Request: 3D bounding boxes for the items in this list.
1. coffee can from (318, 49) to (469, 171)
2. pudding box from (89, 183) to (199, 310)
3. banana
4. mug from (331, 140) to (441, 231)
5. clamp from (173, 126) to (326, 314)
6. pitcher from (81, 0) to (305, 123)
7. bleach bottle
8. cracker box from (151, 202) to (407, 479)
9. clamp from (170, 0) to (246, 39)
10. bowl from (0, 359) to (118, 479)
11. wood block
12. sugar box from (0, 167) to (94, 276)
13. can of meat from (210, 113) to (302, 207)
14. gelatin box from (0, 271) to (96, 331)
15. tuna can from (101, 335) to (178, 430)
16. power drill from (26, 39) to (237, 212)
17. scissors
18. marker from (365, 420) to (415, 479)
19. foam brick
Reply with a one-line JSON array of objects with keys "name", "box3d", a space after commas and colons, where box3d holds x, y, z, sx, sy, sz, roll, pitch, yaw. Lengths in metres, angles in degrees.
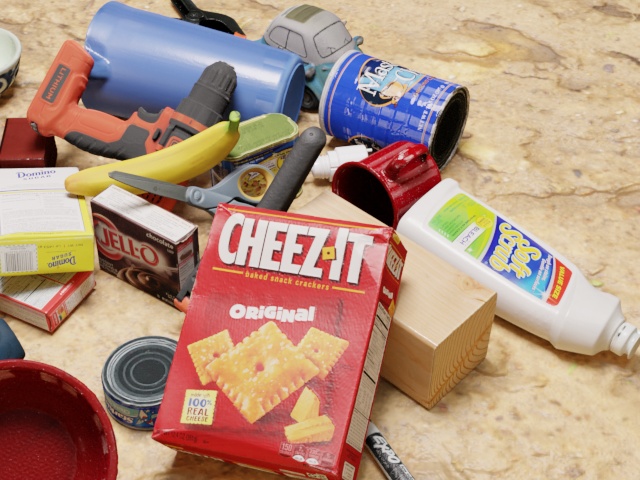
[{"name": "coffee can", "box3d": [0.083, -0.146, 1.202, 0.140, 0.103, 0.102, 22, 47, 22]}, {"name": "pudding box", "box3d": [-0.170, 0.006, 1.045, 0.114, 0.090, 0.039, 23, 47, 23]}, {"name": "banana", "box3d": [-0.159, -0.081, 1.075, 0.198, 0.069, 0.037, -22, 57, 12]}, {"name": "mug", "box3d": [0.076, -0.060, 1.104, 0.081, 0.117, 0.093, -30, 70, -35]}, {"name": "clamp", "box3d": [-0.057, 0.001, 1.047, 0.036, 0.164, 0.210, 37, 76, 23]}, {"name": "pitcher", "box3d": [-0.143, -0.191, 1.243, 0.243, 0.145, 0.149, 15, 64, 10]}, {"name": "bleach bottle", "box3d": [0.198, 0.034, 1.037, 0.251, 0.068, 0.102, 31, 51, 26]}, {"name": "cracker box", "box3d": [-0.032, 0.085, 0.898, 0.164, 0.072, 0.213, 9, 73, 18]}, {"name": "clamp", "box3d": [-0.166, -0.288, 1.405, 0.171, 0.039, 0.120, 21, 50, 12]}, {"name": "bowl", "box3d": [-0.242, 0.178, 0.852, 0.162, 0.055, 0.162, 2, 79, -8]}, {"name": "wood block", "box3d": [0.052, 0.051, 0.997, 0.206, 0.090, 0.090, 33, 52, 30]}, {"name": "sugar box", "box3d": [-0.282, -0.022, 1.074, 0.093, 0.048, 0.176, -2, 24, -16]}, {"name": "can of meat", "box3d": [-0.070, -0.081, 1.145, 0.102, 0.084, 0.057, -24, 47, -23]}, {"name": "gelatin box", "box3d": [-0.278, 0.044, 1.047, 0.089, 0.030, 0.073, 17, 45, 22]}, {"name": "tuna can", "box3d": [-0.152, 0.126, 0.956, 0.086, 0.034, 0.086, 0, 42, 0]}, {"name": "power drill", "box3d": [-0.201, -0.140, 1.139, 0.187, 0.057, 0.184, 27, 84, 4]}, {"name": "scissors", "box3d": [-0.113, -0.058, 1.057, 0.016, 0.201, 0.096, -2, 62, 48]}, {"name": "marker", "box3d": [0.054, 0.182, 0.906, 0.020, 0.020, 0.121, -20, 46, -21]}, {"name": "foam brick", "box3d": [-0.323, -0.093, 1.182, 0.051, 0.053, 0.078, -3, 44, -3]}]
